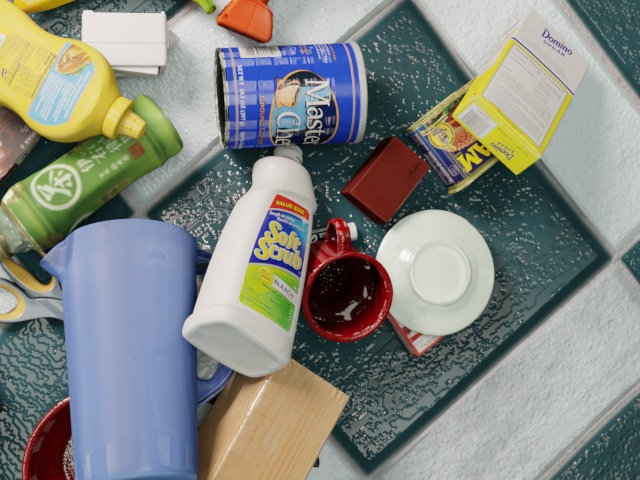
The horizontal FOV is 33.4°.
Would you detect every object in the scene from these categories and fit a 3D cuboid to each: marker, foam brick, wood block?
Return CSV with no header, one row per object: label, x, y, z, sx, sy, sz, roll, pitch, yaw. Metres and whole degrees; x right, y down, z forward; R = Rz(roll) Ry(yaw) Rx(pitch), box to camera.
marker,-0.022,0.000,1.115,0.121,0.020,0.020,-10,91,-11
foam brick,0.067,-0.062,1.115,0.053,0.051,0.078,40,83,-9
wood block,-0.072,0.214,1.024,0.090,0.090,0.206,36,73,-21

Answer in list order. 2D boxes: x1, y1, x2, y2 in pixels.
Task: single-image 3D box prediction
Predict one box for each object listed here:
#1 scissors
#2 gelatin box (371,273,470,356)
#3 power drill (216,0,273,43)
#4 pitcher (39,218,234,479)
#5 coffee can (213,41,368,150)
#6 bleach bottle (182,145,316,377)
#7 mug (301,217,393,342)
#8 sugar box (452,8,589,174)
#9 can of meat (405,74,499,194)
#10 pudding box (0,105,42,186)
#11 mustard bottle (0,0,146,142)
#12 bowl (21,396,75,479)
scissors,-0.265,0.085,1.070,0.096,0.016,0.202,-40,95,-10
gelatin box,0.104,0.067,1.132,0.073,0.030,0.089,-37,95,-10
power drill,-0.040,-0.288,1.041,0.057,0.184,0.188,23,95,-9
pitcher,-0.164,0.111,0.991,0.149,0.144,0.243,-15,66,20
coffee can,-0.032,-0.145,1.071,0.140,0.103,0.103,-4,90,-10
bleach bottle,-0.057,0.001,1.031,0.102,0.068,0.250,37,45,-31
mug,0.017,0.034,1.078,0.093,0.081,0.117,-7,107,-14
sugar box,0.210,-0.157,1.105,0.093,0.048,0.176,42,47,-7
can of meat,0.154,-0.113,1.130,0.102,0.057,0.084,-38,93,-9
pudding box,-0.338,-0.097,1.047,0.090,0.039,0.113,41,82,-6
mustard bottle,-0.251,-0.147,1.004,0.191,0.058,0.096,28,86,1
bowl,-0.212,0.223,1.059,0.162,0.055,0.162,0,89,-10
